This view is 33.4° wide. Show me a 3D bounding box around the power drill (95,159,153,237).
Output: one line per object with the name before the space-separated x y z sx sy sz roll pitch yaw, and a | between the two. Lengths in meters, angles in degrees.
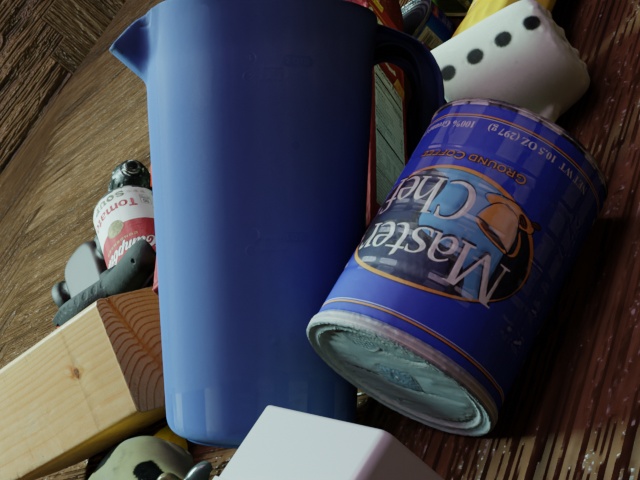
power drill | -0.189 -0.062 1.175 0.185 0.057 0.187 112 -178 -47

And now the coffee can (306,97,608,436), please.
coffee can | 0.071 0.013 0.545 0.103 0.102 0.140 -9 45 60

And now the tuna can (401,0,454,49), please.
tuna can | 0.076 -0.171 0.938 0.086 0.033 0.086 -42 23 21

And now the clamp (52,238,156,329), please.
clamp | -0.160 0.036 0.860 0.172 0.039 0.120 -36 -12 19

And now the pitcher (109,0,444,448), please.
pitcher | -0.023 -0.012 0.604 0.149 0.144 0.243 0 91 35

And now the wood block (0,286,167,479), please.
wood block | -0.185 0.119 0.855 0.207 0.091 0.090 -32 -13 40

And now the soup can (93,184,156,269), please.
soup can | -0.164 0.005 0.969 0.069 0.068 0.102 -44 43 16
